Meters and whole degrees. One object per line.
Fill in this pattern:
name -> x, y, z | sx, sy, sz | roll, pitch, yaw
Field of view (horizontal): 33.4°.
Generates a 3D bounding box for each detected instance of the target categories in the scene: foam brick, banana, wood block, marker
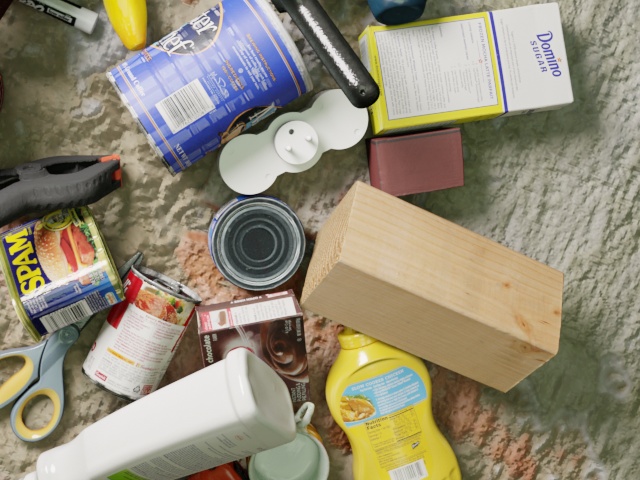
foam brick -> 0.084, -0.070, 0.949 | 0.078, 0.053, 0.051 | -9, 99, -7
banana -> -0.158, -0.259, 0.882 | 0.037, 0.070, 0.198 | 0, 105, -41
wood block -> 0.098, 0.042, 0.932 | 0.206, 0.091, 0.090 | 23, 52, -11
marker -> -0.246, -0.207, 0.896 | 0.121, 0.020, 0.020 | 24, 93, -11

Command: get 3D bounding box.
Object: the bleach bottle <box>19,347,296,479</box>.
bleach bottle -> -0.152, 0.174, 0.907 | 0.251, 0.068, 0.102 | -22, 146, 14

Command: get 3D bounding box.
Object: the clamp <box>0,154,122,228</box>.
clamp -> -0.238, -0.038, 0.869 | 0.171, 0.120, 0.039 | -13, 123, -24

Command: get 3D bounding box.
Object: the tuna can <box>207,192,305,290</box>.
tuna can -> -0.056, 0.001, 0.946 | 0.086, 0.034, 0.086 | -1, 98, -9

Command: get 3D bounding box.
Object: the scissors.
scissors -> -0.219, 0.102, 0.945 | 0.201, 0.016, 0.096 | -32, 103, -3

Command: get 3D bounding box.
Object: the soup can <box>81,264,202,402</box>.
soup can -> -0.155, 0.081, 0.925 | 0.068, 0.068, 0.102 | 27, 94, -11

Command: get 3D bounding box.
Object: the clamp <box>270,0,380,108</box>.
clamp -> -0.022, -0.199, 0.863 | 0.036, 0.164, 0.210 | -36, 98, 6

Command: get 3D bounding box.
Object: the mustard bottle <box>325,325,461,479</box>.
mustard bottle -> 0.057, 0.149, 0.971 | 0.096, 0.058, 0.191 | -19, 100, -3

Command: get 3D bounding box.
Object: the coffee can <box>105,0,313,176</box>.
coffee can -> -0.091, -0.133, 0.888 | 0.140, 0.103, 0.103 | -33, 101, -3

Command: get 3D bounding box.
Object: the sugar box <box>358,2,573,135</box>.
sugar box -> 0.128, -0.151, 0.945 | 0.176, 0.048, 0.093 | -8, 89, -10

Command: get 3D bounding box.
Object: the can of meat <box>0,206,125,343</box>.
can of meat -> -0.218, 0.023, 0.894 | 0.084, 0.102, 0.057 | -24, 144, -8

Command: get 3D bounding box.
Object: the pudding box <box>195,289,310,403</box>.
pudding box -> -0.058, 0.101, 0.934 | 0.090, 0.039, 0.113 | -11, 129, -8
